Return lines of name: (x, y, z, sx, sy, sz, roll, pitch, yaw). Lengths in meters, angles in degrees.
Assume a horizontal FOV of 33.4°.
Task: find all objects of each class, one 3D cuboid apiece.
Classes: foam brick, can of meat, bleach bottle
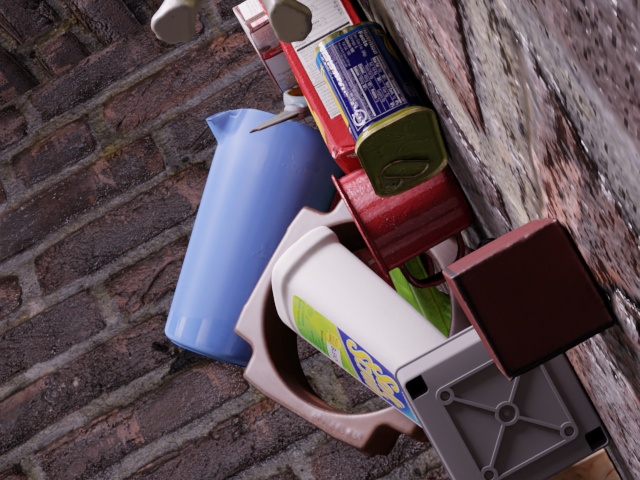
foam brick: (0.091, 0.025, 0.481, 0.053, 0.051, 0.078, 60, -177, 1)
can of meat: (0.041, -0.090, 0.734, 0.084, 0.057, 0.102, 65, -176, 25)
bleach bottle: (0.072, 0.097, 0.829, 0.251, 0.068, 0.102, 38, 155, 26)

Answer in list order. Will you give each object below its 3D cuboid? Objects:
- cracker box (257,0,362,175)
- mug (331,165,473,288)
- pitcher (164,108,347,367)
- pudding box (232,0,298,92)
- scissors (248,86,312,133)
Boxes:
cracker box: (0.001, -0.162, 0.885, 0.214, 0.072, 0.164, 62, -176, 6)
mug: (0.071, -0.019, 0.834, 0.117, 0.081, 0.093, 61, -177, -6)
pitcher: (-0.057, 0.001, 1.061, 0.149, 0.243, 0.144, 17, 177, 23)
pudding box: (-0.022, -0.203, 1.031, 0.039, 0.090, 0.113, 61, -178, 27)
scissors: (-0.003, -0.119, 0.988, 0.201, 0.096, 0.016, -72, -14, -71)
